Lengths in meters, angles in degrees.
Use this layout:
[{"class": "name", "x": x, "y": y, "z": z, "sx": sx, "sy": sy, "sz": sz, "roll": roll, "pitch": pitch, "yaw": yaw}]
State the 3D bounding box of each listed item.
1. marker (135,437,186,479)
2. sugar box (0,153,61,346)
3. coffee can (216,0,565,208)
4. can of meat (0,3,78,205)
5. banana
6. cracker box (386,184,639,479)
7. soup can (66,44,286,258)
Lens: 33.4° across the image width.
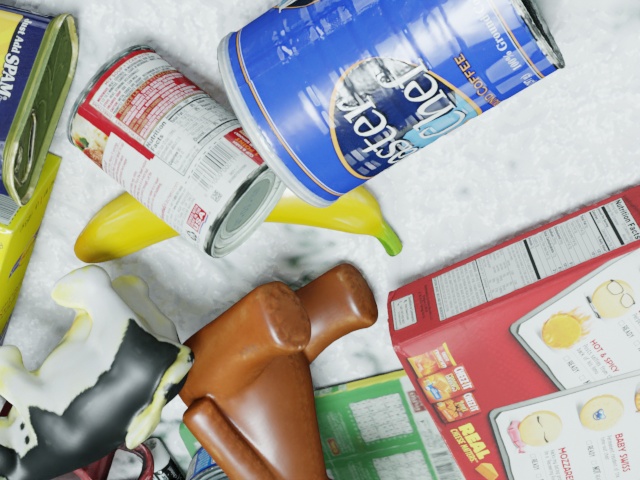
[{"class": "marker", "x": -0.093, "y": 0.189, "z": 0.754, "sx": 0.020, "sy": 0.020, "sz": 0.121, "roll": -21, "pitch": 117, "yaw": 15}, {"class": "sugar box", "x": -0.205, "y": 0.036, "z": 0.629, "sx": 0.048, "sy": 0.093, "sz": 0.176, "roll": 20, "pitch": 120, "yaw": -5}, {"class": "coffee can", "x": 0.034, "y": -0.094, "z": 0.531, "sx": 0.140, "sy": 0.102, "sz": 0.102, "roll": -30, "pitch": 114, "yaw": 19}, {"class": "can of meat", "x": -0.183, "y": -0.078, "z": 0.558, "sx": 0.084, "sy": 0.102, "sz": 0.057, "roll": 14, "pitch": 160, "yaw": -1}, {"class": "banana", "x": -0.051, "y": -0.015, "z": 0.620, "sx": 0.198, "sy": 0.037, "sz": 0.070, "roll": 0, "pitch": 118, "yaw": 4}, {"class": "cracker box", "x": 0.167, "y": 0.065, "z": 0.628, "sx": 0.214, "sy": 0.072, "sz": 0.164, "roll": -24, "pitch": 117, "yaw": 12}, {"class": "soup can", "x": -0.074, "y": -0.047, "z": 0.564, "sx": 0.102, "sy": 0.068, "sz": 0.069, "roll": 39, "pitch": 119, "yaw": 12}]
